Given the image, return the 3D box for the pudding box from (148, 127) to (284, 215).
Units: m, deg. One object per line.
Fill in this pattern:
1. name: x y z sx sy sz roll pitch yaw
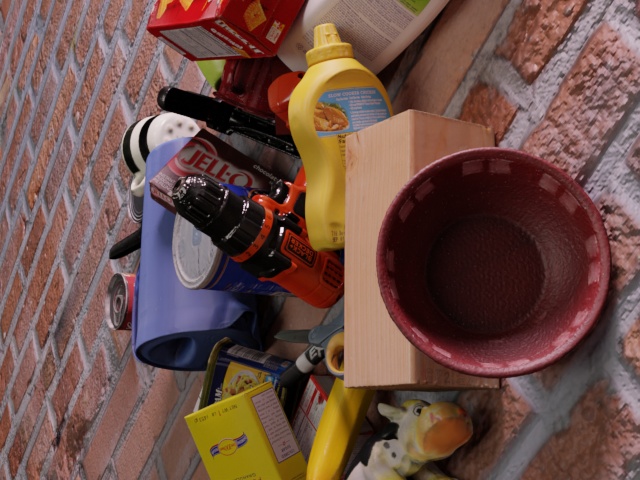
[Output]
1. pudding box: -0.108 -0.053 1.110 0.113 0.090 0.039 34 152 12

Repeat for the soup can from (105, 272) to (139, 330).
1. soup can: -0.197 0.076 1.270 0.069 0.102 0.068 -18 69 56

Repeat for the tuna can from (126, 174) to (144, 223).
1. tuna can: -0.224 -0.063 1.408 0.086 0.033 0.086 -18 69 56

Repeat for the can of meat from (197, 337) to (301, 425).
1. can of meat: -0.070 0.157 1.055 0.084 0.057 0.102 15 101 14

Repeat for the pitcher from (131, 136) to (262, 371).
1. pitcher: -0.143 0.017 1.171 0.145 0.149 0.243 87 178 -65

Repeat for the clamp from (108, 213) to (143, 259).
1. clamp: -0.210 -0.008 1.350 0.120 0.039 0.172 32 112 26

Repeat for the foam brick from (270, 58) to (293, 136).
1. foam brick: -0.013 -0.143 1.046 0.051 0.052 0.078 11 106 59

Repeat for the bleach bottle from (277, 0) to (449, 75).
1. bleach bottle: 0.069 -0.216 0.914 0.251 0.102 0.068 -32 31 44

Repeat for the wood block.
1. wood block: 0.079 0.014 0.843 0.091 0.090 0.206 -16 70 57

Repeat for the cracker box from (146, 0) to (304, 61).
1. cracker box: -0.075 -0.259 1.017 0.164 0.072 0.214 -63 27 -6

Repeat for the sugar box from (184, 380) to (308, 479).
1. sugar box: -0.053 0.227 0.986 0.094 0.048 0.176 -28 82 41

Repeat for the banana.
1. banana: 0.028 0.128 0.913 0.069 0.037 0.198 74 -143 -78

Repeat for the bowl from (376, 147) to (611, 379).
1. bowl: 0.119 0.019 0.755 0.055 0.162 0.162 76 -166 -78

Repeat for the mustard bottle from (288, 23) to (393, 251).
1. mustard bottle: 0.021 -0.091 0.915 0.058 0.096 0.191 -12 88 59

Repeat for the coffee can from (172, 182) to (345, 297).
1. coffee can: -0.057 0.001 1.019 0.103 0.140 0.103 -17 69 57

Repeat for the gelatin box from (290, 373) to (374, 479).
1. gelatin box: 0.009 0.177 0.985 0.089 0.030 0.073 50 127 50

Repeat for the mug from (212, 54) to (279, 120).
1. mug: -0.061 -0.174 1.092 0.093 0.117 0.081 27 104 28

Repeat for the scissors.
1. scissors: 0.012 0.070 0.953 0.096 0.016 0.202 -60 22 -1

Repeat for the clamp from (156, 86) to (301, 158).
1. clamp: -0.112 -0.137 1.145 0.036 0.164 0.210 -69 23 6

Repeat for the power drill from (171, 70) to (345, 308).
1. power drill: -0.034 -0.055 0.944 0.058 0.184 0.187 -16 47 47

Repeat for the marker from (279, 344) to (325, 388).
1. marker: 0.004 0.097 0.986 0.121 0.020 0.020 -45 45 23
